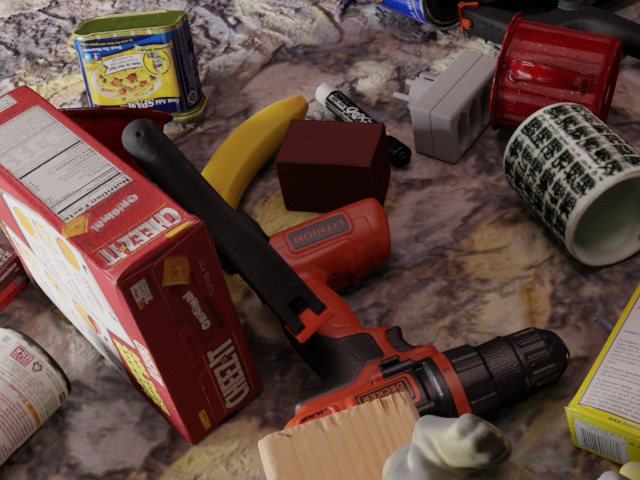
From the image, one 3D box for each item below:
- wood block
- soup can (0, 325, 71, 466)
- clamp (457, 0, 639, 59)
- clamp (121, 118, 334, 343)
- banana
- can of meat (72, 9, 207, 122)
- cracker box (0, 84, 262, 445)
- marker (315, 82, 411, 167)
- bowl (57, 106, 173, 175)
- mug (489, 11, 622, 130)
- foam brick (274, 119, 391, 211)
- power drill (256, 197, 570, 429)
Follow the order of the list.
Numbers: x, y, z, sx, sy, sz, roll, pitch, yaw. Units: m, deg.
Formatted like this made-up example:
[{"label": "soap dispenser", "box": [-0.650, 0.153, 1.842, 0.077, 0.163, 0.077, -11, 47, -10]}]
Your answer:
[{"label": "wood block", "box": [0.041, 0.191, 0.539, 0.090, 0.090, 0.206, -17, 44, -6]}, {"label": "soup can", "box": [-0.220, 0.113, 0.690, 0.069, 0.068, 0.102, 22, 53, 30]}, {"label": "clamp", "box": [0.224, -0.192, 0.917, 0.210, 0.036, 0.164, -4, 44, 11]}, {"label": "clamp", "box": [-0.054, 0.001, 0.682, 0.039, 0.120, 0.171, -42, 72, 1]}, {"label": "banana", "box": [-0.062, -0.047, 0.836, 0.070, 0.037, 0.197, 3, 45, 15]}, {"label": "can of meat", "box": [-0.155, -0.148, 0.917, 0.102, 0.084, 0.057, -4, 29, 9]}, {"label": "cracker box", "box": [-0.140, 0.011, 0.706, 0.072, 0.164, 0.214, -38, 49, -21]}, {"label": "marker", "box": [0.035, -0.095, 0.875, 0.020, 0.020, 0.121, -30, 47, -17]}, {"label": "bowl", "box": [-0.195, -0.067, 0.839, 0.162, 0.055, 0.162, -4, 1, 0]}, {"label": "mug", "box": [0.178, -0.122, 0.810, 0.082, 0.093, 0.117, 15, 5, 19]}, {"label": "foam brick", "box": [0.011, -0.057, 0.818, 0.078, 0.053, 0.051, 5, 47, 17]}, {"label": "power drill", "box": [0.043, 0.055, 0.696, 0.184, 0.057, 0.188, -20, 45, -8]}]
